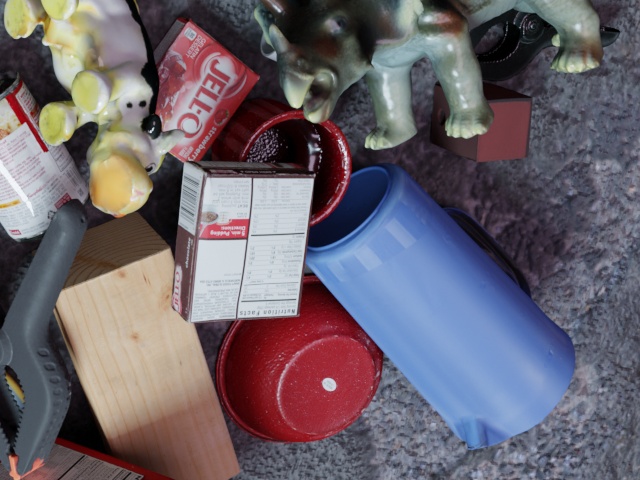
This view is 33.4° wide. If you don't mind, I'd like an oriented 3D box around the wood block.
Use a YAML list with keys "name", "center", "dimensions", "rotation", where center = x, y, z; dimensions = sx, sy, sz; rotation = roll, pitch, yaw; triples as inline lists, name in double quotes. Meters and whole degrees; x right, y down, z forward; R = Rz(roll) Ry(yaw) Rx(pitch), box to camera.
- name: "wood block"
  center: [-0.141, 0.097, 0.828]
  dimensions: [0.090, 0.091, 0.206]
  rotation: [-22, 117, -17]

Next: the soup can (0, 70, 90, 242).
- name: "soup can"
  center: [-0.215, -0.058, 0.749]
  dimensions: [0.068, 0.069, 0.102]
  rotation: [-33, 120, -11]

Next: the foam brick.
- name: "foam brick"
  center: [0.133, -0.100, 0.891]
  dimensions: [0.051, 0.078, 0.053]
  rotation: [-7, 109, -22]

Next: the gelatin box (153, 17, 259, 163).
- name: "gelatin box"
  center: [-0.100, -0.111, 0.804]
  dimensions: [0.073, 0.030, 0.089]
  rotation: [36, 91, -31]

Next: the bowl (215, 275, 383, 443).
- name: "bowl"
  center: [-0.006, 0.114, 0.918]
  dimensions: [0.161, 0.055, 0.162]
  rotation: [-9, 112, -23]

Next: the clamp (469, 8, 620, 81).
- name: "clamp"
  center: [0.179, -0.180, 0.905]
  dimensions: [0.171, 0.039, 0.120]
  rotation: [-37, 115, -2]

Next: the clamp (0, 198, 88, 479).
- name: "clamp"
  center: [-0.209, 0.063, 0.734]
  dimensions: [0.036, 0.165, 0.210]
  rotation: [-26, 108, -56]

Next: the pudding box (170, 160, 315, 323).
- name: "pudding box"
  center: [-0.055, 0.001, 0.763]
  dimensions: [0.089, 0.039, 0.113]
  rotation: [-1, 109, -29]

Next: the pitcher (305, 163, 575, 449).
- name: "pitcher"
  center: [0.098, 0.044, 0.899]
  dimensions: [0.145, 0.149, 0.242]
  rotation: [-42, 116, 3]

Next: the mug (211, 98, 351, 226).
- name: "mug"
  center: [-0.037, -0.052, 0.826]
  dimensions: [0.093, 0.082, 0.117]
  rotation: [4, 107, -26]
